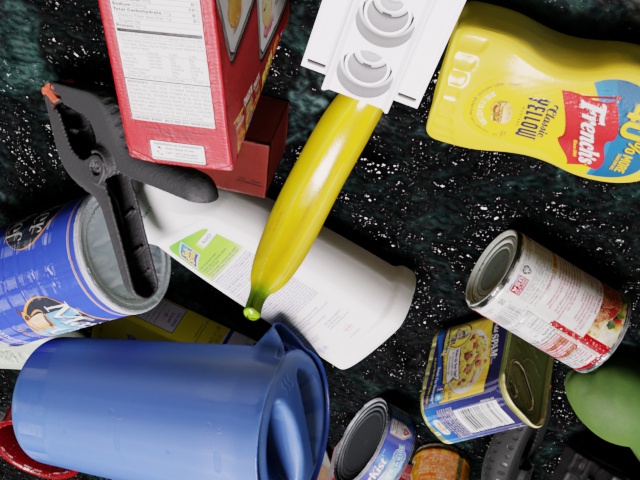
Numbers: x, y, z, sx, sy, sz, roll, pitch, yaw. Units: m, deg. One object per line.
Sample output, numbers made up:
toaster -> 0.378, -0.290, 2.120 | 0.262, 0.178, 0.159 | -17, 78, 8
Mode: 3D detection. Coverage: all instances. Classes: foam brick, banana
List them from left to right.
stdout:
foam brick -> -0.067, -0.073, 0.762 | 0.078, 0.051, 0.053 | 13, 137, 5
banana -> -0.002, -0.037, 0.749 | 0.037, 0.070, 0.198 | 22, 104, -18

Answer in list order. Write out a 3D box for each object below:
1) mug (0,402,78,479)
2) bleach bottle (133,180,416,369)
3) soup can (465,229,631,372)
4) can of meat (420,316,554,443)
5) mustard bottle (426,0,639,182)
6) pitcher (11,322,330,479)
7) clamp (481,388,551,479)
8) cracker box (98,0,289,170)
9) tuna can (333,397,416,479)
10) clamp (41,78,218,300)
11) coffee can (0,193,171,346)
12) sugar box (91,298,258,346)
mug -> -0.253, 0.176, 1.048 | 0.117, 0.081, 0.093 | 4, 134, 15
bleach bottle -> -0.055, 0.001, 0.825 | 0.250, 0.068, 0.103 | 33, 135, -12
soup can -> 0.167, 0.045, 0.790 | 0.102, 0.068, 0.069 | 30, 135, -12
can of meat -> 0.130, 0.105, 0.839 | 0.084, 0.102, 0.057 | -23, 123, 37
mustard bottle -> 0.169, -0.083, 0.670 | 0.191, 0.058, 0.096 | 15, 137, 3
pitcher -> -0.124, 0.152, 0.864 | 0.243, 0.149, 0.145 | 3, 140, 24
clamp -> 0.166, 0.196, 0.924 | 0.036, 0.164, 0.210 | 23, 117, 24
cracker box -> -0.069, -0.172, 0.583 | 0.072, 0.164, 0.214 | 6, 135, 9
tuna can -> 0.049, 0.187, 0.958 | 0.033, 0.086, 0.086 | 30, 135, -15
clamp -> -0.137, -0.056, 0.749 | 0.120, 0.039, 0.171 | -40, 77, 34
coffee can -> -0.207, 0.023, 0.867 | 0.141, 0.102, 0.102 | -16, 127, 31
sugar box -> -0.116, 0.109, 0.947 | 0.176, 0.048, 0.093 | 26, 135, 7
